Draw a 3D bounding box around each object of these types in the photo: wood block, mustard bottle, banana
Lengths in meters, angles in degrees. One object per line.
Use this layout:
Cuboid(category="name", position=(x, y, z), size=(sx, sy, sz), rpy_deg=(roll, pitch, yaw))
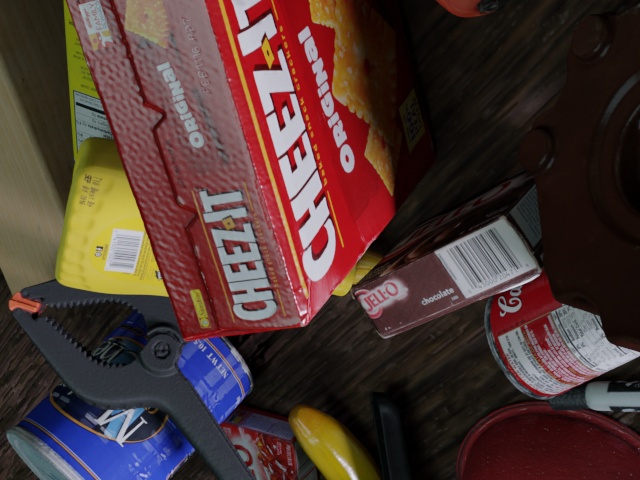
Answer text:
Cuboid(category="wood block", position=(-0.188, -0.067, 0.730), size=(0.091, 0.090, 0.206), rpy_deg=(-4, 113, 36))
Cuboid(category="mustard bottle", position=(-0.054, 0.000, 0.631), size=(0.191, 0.058, 0.096), rpy_deg=(11, 129, -13))
Cuboid(category="banana", position=(0.024, 0.204, 0.755), size=(0.037, 0.069, 0.198), rpy_deg=(-161, 61, -64))

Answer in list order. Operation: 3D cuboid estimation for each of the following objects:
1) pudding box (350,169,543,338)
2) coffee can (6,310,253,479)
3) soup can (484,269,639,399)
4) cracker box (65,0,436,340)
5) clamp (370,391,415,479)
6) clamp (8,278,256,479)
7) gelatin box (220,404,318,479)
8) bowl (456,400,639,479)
Cuboid(category="pudding box", position=(0.082, 0.003, 0.582), size=(0.114, 0.089, 0.039), rpy_deg=(-26, 101, 40))
Cuboid(category="coffee can", position=(-0.130, 0.119, 0.743), size=(0.103, 0.140, 0.103), rpy_deg=(34, 153, 20))
Cuboid(category="soup can", position=(0.148, 0.037, 0.570), size=(0.102, 0.068, 0.068), rpy_deg=(-33, 94, 41))
Cuboid(category="cracker box", position=(-0.017, -0.073, 0.523), size=(0.072, 0.213, 0.164), rpy_deg=(-8, 110, 25))
Cuboid(category="clamp", position=(0.053, 0.185, 0.720), size=(0.171, 0.039, 0.120), rpy_deg=(38, 97, -17))
Cuboid(category="clamp", position=(-0.097, 0.081, 0.681), size=(0.210, 0.036, 0.164), rpy_deg=(12, 82, -2))
Cuboid(category="gelatin box", position=(-0.040, 0.172, 0.802), size=(0.073, 0.030, 0.089), rpy_deg=(10, 120, 30))
Cuboid(category="bowl", position=(0.148, 0.182, 0.662), size=(0.162, 0.055, 0.162), rpy_deg=(16, 124, 26))
